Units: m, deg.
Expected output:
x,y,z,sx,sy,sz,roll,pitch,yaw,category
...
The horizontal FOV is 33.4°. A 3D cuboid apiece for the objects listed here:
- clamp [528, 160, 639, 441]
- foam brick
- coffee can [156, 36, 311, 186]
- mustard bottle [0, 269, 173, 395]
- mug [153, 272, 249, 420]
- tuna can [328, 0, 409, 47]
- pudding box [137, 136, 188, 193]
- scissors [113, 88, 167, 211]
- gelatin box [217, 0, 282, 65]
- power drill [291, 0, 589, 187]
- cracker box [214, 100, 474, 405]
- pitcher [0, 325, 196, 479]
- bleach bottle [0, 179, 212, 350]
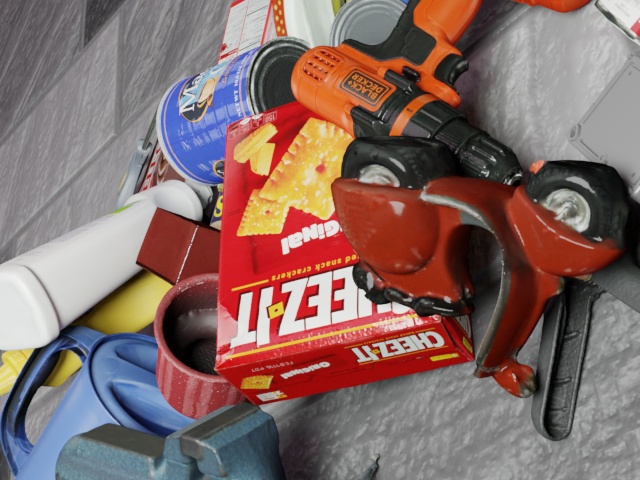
x,y,z,sx,sy,sz,roll,pitch,yaw,category
0.159,0.018,0.611,0.120,0.039,0.171,-30,51,39,clamp
-0.103,0.010,0.858,0.078,0.052,0.051,22,93,54,foam brick
-0.063,-0.109,0.929,0.141,0.102,0.103,-11,61,49,coffee can
-0.208,0.078,0.952,0.191,0.058,0.096,-33,15,-28,mustard bottle
-0.071,0.085,0.814,0.082,0.117,0.093,108,158,-53,mug
0.051,-0.150,0.821,0.086,0.033,0.086,13,116,29,tuna can
-0.146,-0.071,1.059,0.090,0.039,0.113,1,68,66,pudding box
-0.187,-0.073,1.082,0.202,0.016,0.096,138,148,-66,scissors
-0.064,-0.202,1.051,0.073,0.030,0.089,-14,59,47,gelatin box
0.097,-0.125,0.703,0.185,0.057,0.187,35,76,31,power drill
0.012,-0.007,0.750,0.164,0.072,0.213,-15,54,21,cracker box
-0.196,0.196,0.890,0.243,0.144,0.149,-52,40,23,pitcher
-0.177,0.005,0.912,0.103,0.068,0.250,-11,18,42,bleach bottle
